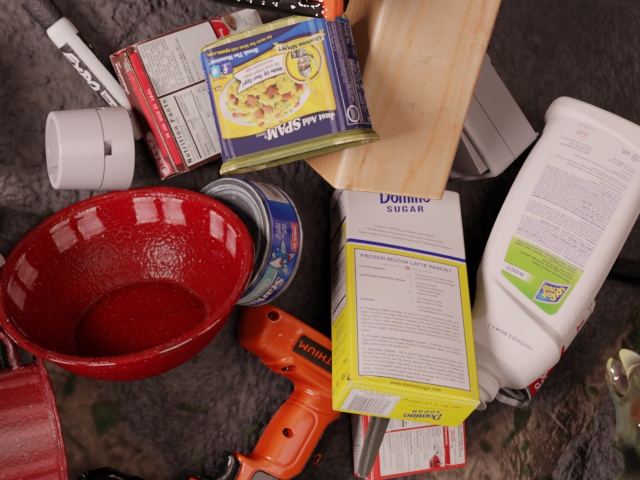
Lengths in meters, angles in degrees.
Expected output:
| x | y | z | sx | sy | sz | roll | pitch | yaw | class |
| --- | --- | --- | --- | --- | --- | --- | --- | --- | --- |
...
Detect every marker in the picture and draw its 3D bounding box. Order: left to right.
| x | y | z | sx | sy | sz | roll | pitch | yaw | class |
| --- | --- | --- | --- | --- | --- | --- | --- | --- | --- |
| -0.155 | -0.119 | 0.710 | 0.020 | 0.020 | 0.121 | -46 | 108 | -22 | marker |

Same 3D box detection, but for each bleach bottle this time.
| x | y | z | sx | sy | sz | roll | pitch | yaw | class |
| --- | --- | --- | --- | --- | --- | --- | --- | --- | --- |
| 0.162 | 0.012 | 0.799 | 0.103 | 0.068 | 0.250 | 27 | 67 | 19 | bleach bottle |

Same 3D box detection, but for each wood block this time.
| x | y | z | sx | sy | sz | roll | pitch | yaw | class |
| --- | --- | --- | --- | --- | --- | --- | --- | --- | --- |
| 0.056 | -0.143 | 0.735 | 0.090 | 0.091 | 0.206 | 5 | 112 | -27 | wood block |

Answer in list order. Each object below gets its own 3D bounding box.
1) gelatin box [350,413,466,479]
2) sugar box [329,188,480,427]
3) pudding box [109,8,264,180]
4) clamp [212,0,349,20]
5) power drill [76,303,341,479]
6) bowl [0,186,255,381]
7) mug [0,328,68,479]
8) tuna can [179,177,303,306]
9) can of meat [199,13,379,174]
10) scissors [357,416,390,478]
| x | y | z | sx | sy | sz | roll | pitch | yaw | class |
| --- | --- | --- | --- | --- | --- | --- | --- | --- | --- |
| 0.067 | 0.139 | 0.809 | 0.089 | 0.030 | 0.073 | -2 | 88 | -28 | gelatin box |
| 0.055 | 0.038 | 0.748 | 0.093 | 0.048 | 0.176 | 11 | 51 | -14 | sugar box |
| -0.076 | -0.103 | 0.729 | 0.113 | 0.039 | 0.090 | -28 | 102 | -37 | pudding box |
| -0.052 | -0.170 | 0.675 | 0.164 | 0.210 | 0.036 | -9 | 114 | -21 | clamp |
| -0.057 | 0.140 | 0.730 | 0.184 | 0.057 | 0.187 | 32 | 77 | -26 | power drill |
| -0.118 | 0.036 | 0.670 | 0.161 | 0.162 | 0.055 | -30 | 136 | -25 | bowl |
| -0.203 | 0.109 | 0.636 | 0.081 | 0.093 | 0.117 | -10 | 99 | -23 | mug |
| -0.055 | 0.001 | 0.716 | 0.033 | 0.086 | 0.086 | 9 | 83 | -51 | tuna can |
| -0.022 | -0.093 | 0.681 | 0.057 | 0.102 | 0.084 | -15 | 93 | -70 | can of meat |
| 0.068 | 0.095 | 0.777 | 0.096 | 0.016 | 0.201 | 37 | 47 | -34 | scissors |
